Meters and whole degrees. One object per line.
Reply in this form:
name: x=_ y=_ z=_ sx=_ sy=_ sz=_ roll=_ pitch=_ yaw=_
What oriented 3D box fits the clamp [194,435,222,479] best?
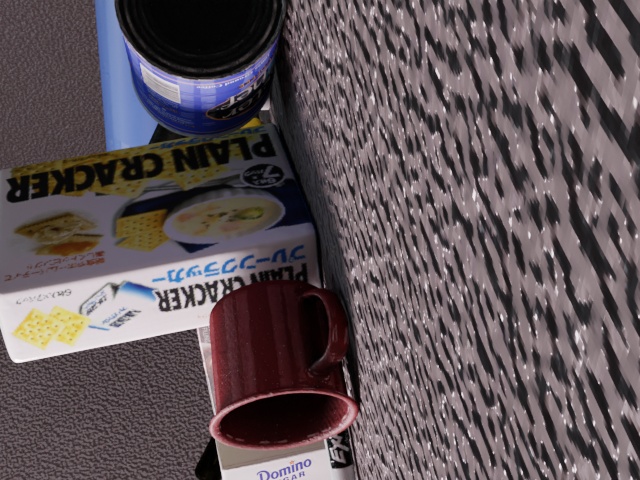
clamp: x=-0.066 y=0.143 z=1.021 sx=0.210 sy=0.036 sz=0.164 roll=11 pitch=-76 yaw=-86

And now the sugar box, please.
sugar box: x=-0.025 y=0.216 z=0.839 sx=0.048 sy=0.093 sz=0.176 roll=-111 pitch=13 yaw=-55

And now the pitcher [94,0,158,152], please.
pitcher: x=-0.195 y=-0.205 z=1.216 sx=0.149 sy=0.145 sz=0.243 roll=-64 pitch=-22 yaw=-71

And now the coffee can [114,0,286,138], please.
coffee can: x=-0.078 y=-0.133 z=0.697 sx=0.140 sy=0.102 sz=0.103 roll=123 pitch=136 yaw=-80

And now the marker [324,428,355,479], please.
marker: x=0.011 y=0.136 z=0.732 sx=0.020 sy=0.020 sz=0.121 roll=-156 pitch=56 yaw=-82

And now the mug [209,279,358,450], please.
mug: x=-0.021 y=0.072 z=0.669 sx=0.117 sy=0.093 sz=0.081 roll=-45 pitch=44 yaw=44
